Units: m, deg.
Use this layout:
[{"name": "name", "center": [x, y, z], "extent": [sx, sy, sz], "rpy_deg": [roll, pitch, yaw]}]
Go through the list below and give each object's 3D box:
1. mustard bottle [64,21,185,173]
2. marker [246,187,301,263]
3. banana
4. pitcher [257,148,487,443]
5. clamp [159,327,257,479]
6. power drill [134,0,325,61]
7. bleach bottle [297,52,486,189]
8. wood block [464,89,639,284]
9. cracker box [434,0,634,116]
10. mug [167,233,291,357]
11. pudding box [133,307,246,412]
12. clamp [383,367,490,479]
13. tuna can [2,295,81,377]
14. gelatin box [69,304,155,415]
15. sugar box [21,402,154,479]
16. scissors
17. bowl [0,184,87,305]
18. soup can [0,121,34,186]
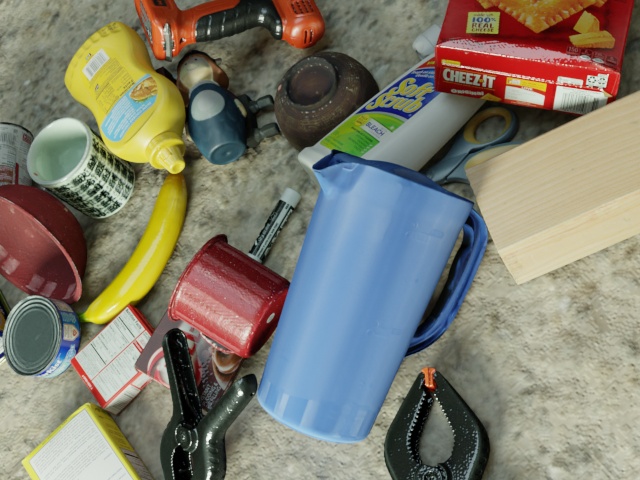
[{"name": "mustard bottle", "center": [-0.194, -0.139, 1.122], "extent": [0.096, 0.058, 0.192], "rpy_deg": [-45, 59, 12]}, {"name": "marker", "center": [-0.057, 0.001, 1.090], "extent": [0.020, 0.020, 0.121], "rpy_deg": [26, 81, 30]}, {"name": "banana", "center": [-0.192, 0.016, 1.132], "extent": [0.070, 0.037, 0.198], "rpy_deg": [32, 84, 30]}, {"name": "pitcher", "center": [0.042, 0.052, 0.946], "extent": [0.149, 0.144, 0.243], "rpy_deg": [22, 97, 15]}, {"name": "clamp", "center": [-0.107, 0.175, 0.981], "extent": [0.120, 0.039, 0.171], "rpy_deg": [16, 108, 48]}, {"name": "power drill", "center": [-0.105, -0.268, 1.161], "extent": [0.187, 0.057, 0.184], "rpy_deg": [-14, 50, -14]}, {"name": "bleach bottle", "center": [0.100, -0.134, 1.049], "extent": [0.250, 0.068, 0.103], "rpy_deg": [-43, 38, -6]}, {"name": "wood block", "center": [0.245, -0.052, 0.939], "extent": [0.206, 0.090, 0.091], "rpy_deg": [-25, 61, 12]}, {"name": "cracker box", "center": [0.208, -0.224, 0.993], "extent": [0.164, 0.072, 0.213], "rpy_deg": [12, 59, 13]}, {"name": "mug", "center": [-0.082, 0.062, 0.980], "extent": [0.081, 0.117, 0.093], "rpy_deg": [30, 42, 12]}, {"name": "pudding box", "center": [-0.115, 0.099, 1.046], "extent": [0.090, 0.039, 0.113], "rpy_deg": [29, 80, 7]}, {"name": "clamp", "center": [0.092, 0.216, 0.923], "extent": [0.165, 0.036, 0.210], "rpy_deg": [-16, 61, 17]}, {"name": "tuna can", "center": [-0.295, 0.103, 1.132], "extent": [0.086, 0.033, 0.086], "rpy_deg": [-7, 76, 31]}, {"name": "gelatin box", "center": [-0.202, 0.122, 1.096], "extent": [0.089, 0.030, 0.073], "rpy_deg": [-43, 58, -2]}, {"name": "sugar box", "center": [-0.207, 0.252, 1.035], "extent": [0.093, 0.048, 0.176], "rpy_deg": [-43, 62, 2]}, {"name": "scissors", "center": [0.114, -0.080, 1.051], "extent": [0.202, 0.016, 0.096], "rpy_deg": [-6, 64, 22]}, {"name": "bowl", "center": [-0.305, -0.006, 1.139], "extent": [0.162, 0.162, 0.055], "rpy_deg": [16, 50, 28]}, {"name": "soup can", "center": [-0.367, -0.077, 1.229], "extent": [0.069, 0.068, 0.102], "rpy_deg": [-12, 64, 19]}]
